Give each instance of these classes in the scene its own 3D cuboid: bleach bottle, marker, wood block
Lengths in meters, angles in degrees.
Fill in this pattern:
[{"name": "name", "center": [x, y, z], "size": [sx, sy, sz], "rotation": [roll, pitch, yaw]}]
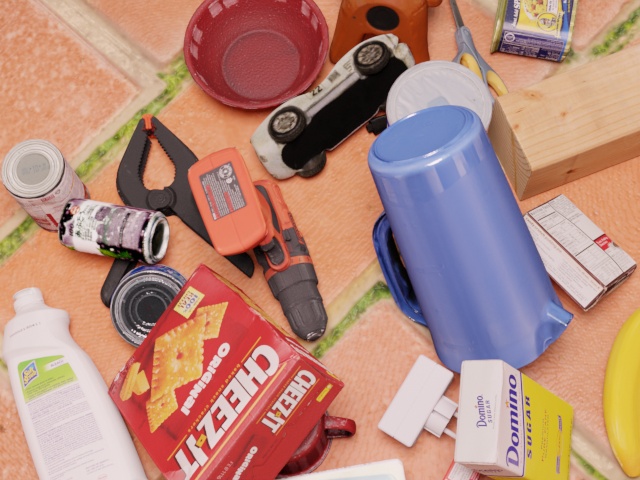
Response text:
[{"name": "bleach bottle", "center": [-0.252, 0.159, 1.072], "size": [0.102, 0.068, 0.251], "rotation": [-22, 69, -4]}, {"name": "marker", "center": [0.107, -0.145, 1.178], "size": [0.121, 0.020, 0.020], "rotation": [-22, 71, -5]}, {"name": "wood block", "center": [0.292, -0.130, 1.125], "size": [0.206, 0.091, 0.090], "rotation": [-21, 71, -4]}]

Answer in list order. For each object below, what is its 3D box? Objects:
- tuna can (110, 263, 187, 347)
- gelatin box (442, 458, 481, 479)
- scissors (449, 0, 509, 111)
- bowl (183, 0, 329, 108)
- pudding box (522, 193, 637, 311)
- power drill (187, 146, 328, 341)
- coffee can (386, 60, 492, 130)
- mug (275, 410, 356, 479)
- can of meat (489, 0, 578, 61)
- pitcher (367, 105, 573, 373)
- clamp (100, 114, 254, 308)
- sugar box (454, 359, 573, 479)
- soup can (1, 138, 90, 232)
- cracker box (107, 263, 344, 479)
[{"name": "tuna can", "center": [-0.172, 0.068, 1.094], "size": [0.086, 0.034, 0.086], "rotation": [0, 98, -2]}, {"name": "gelatin box", "center": [0.132, 0.232, 1.018], "size": [0.030, 0.073, 0.089], "rotation": [28, 74, 12]}, {"name": "scissors", "center": [0.174, -0.213, 1.193], "size": [0.096, 0.016, 0.201], "rotation": [32, 42, -27]}, {"name": "bowl", "center": [-0.069, -0.209, 1.192], "size": [0.162, 0.055, 0.162], "rotation": [-1, 71, 3]}, {"name": "pudding box", "center": [0.256, 0.010, 1.081], "size": [0.113, 0.039, 0.089], "rotation": [45, 37, 17]}, {"name": "power drill", "center": [-0.057, 0.001, 1.051], "size": [0.057, 0.187, 0.184], "rotation": [-27, 68, 6]}, {"name": "coffee can", "center": [0.119, -0.107, 1.100], "size": [0.103, 0.140, 0.103], "rotation": [-1, 71, 3]}, {"name": "mug", "center": [-0.024, 0.182, 1.040], "size": [0.117, 0.081, 0.093], "rotation": [3, 71, 4]}, {"name": "can of meat", "center": [0.239, -0.254, 1.189], "size": [0.084, 0.057, 0.102], "rotation": [11, 72, 5]}, {"name": "pitcher", "center": [0.125, -0.001, 1.008], "size": [0.149, 0.242, 0.145], "rotation": [-25, 29, 3]}, {"name": "clamp", "center": [-0.158, -0.037, 1.147], "size": [0.164, 0.036, 0.210], "rotation": [-5, 74, 1]}, {"name": "sugar box", "center": [0.182, 0.176, 0.983], "size": [0.048, 0.176, 0.093], "rotation": [-5, 68, 31]}, {"name": "soup can", "center": [-0.289, -0.057, 1.127], "size": [0.068, 0.102, 0.068], "rotation": [-1, 71, 3]}, {"name": "cracker box", "center": [-0.097, 0.136, 0.990], "size": [0.164, 0.072, 0.214], "rotation": [-53, 36, 0]}]
